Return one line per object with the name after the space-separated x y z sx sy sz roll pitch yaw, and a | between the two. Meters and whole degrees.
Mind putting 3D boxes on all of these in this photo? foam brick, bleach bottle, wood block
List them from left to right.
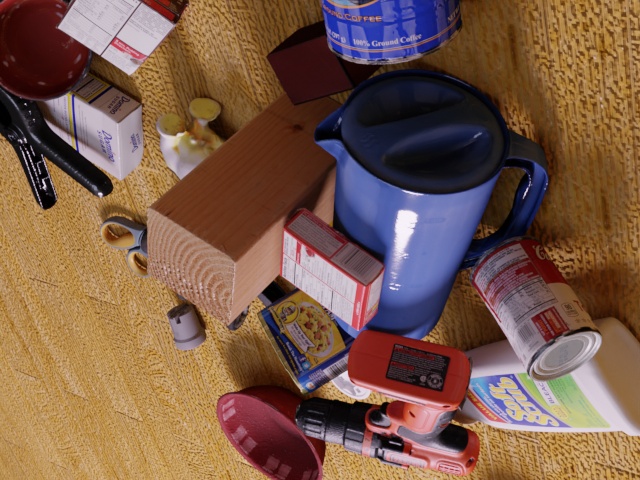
-0.049 -0.037 0.925 0.091 0.205 0.090 31 142 17 | wood block
0.005 -0.152 0.891 0.078 0.052 0.051 -7 120 48 | foam brick
0.190 0.138 0.989 0.102 0.068 0.251 53 146 -10 | bleach bottle

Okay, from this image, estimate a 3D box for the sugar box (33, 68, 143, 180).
-0.273 -0.148 1.172 0.176 0.048 0.093 30 144 15 | sugar box

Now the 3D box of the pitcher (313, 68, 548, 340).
0.080 -0.014 0.904 0.149 0.144 0.243 42 149 24 | pitcher

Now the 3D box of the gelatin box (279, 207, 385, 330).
0.008 0.024 0.877 0.089 0.030 0.073 36 151 19 | gelatin box

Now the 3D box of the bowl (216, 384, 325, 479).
-0.049 0.231 1.315 0.162 0.055 0.162 26 140 24 | bowl

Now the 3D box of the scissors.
-0.190 0.006 1.266 0.202 0.016 0.096 3 129 43 | scissors

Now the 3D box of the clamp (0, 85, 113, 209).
-0.330 -0.118 1.186 0.210 0.036 0.165 52 147 -14 | clamp

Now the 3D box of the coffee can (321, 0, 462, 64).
0.043 -0.211 0.754 0.103 0.102 0.140 17 136 33 | coffee can

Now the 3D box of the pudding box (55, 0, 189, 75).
-0.189 -0.214 1.010 0.090 0.039 0.114 33 145 -18 | pudding box

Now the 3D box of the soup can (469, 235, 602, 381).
0.175 0.055 0.871 0.068 0.068 0.102 99 151 -48 | soup can

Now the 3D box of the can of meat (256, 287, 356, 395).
-0.004 0.092 1.068 0.102 0.084 0.057 59 -178 27 | can of meat

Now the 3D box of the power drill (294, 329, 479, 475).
0.063 0.152 0.990 0.184 0.057 0.188 11 149 8 | power drill
